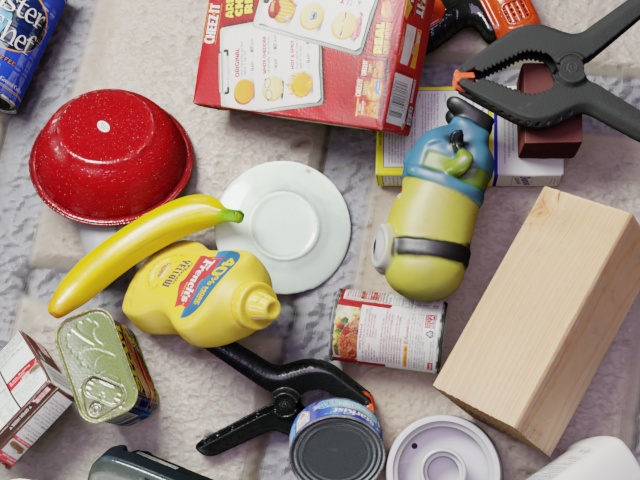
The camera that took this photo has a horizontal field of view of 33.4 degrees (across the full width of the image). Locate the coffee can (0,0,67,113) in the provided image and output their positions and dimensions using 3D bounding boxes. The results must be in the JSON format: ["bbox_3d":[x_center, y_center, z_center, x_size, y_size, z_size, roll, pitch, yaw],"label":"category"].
[{"bbox_3d":[-0.329,-0.215,1.087,0.103,0.103,0.140,19,79,12],"label":"coffee can"}]

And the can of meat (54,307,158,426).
[{"bbox_3d":[-0.196,0.121,0.995,0.057,0.084,0.102,-24,74,1],"label":"can of meat"}]

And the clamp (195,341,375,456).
[{"bbox_3d":[-0.037,0.136,0.979,0.171,0.039,0.120,-6,109,3],"label":"clamp"}]

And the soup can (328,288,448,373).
[{"bbox_3d":[0.063,0.083,0.979,0.102,0.068,0.068,6,77,9],"label":"soup can"}]

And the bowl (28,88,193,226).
[{"bbox_3d":[-0.205,-0.094,1.037,0.162,0.055,0.162,2,57,-2],"label":"bowl"}]

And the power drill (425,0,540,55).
[{"bbox_3d":[0.102,-0.249,1.061,0.187,0.057,0.184,-24,74,1],"label":"power drill"}]

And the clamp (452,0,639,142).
[{"bbox_3d":[0.223,-0.155,0.934,0.210,0.036,0.164,4,78,5],"label":"clamp"}]

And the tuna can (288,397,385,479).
[{"bbox_3d":[0.014,0.184,0.955,0.086,0.033,0.086,0,115,-1],"label":"tuna can"}]

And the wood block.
[{"bbox_3d":[0.200,0.070,0.938,0.091,0.090,0.206,23,78,41],"label":"wood block"}]

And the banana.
[{"bbox_3d":[-0.168,0.005,0.993,0.197,0.070,0.037,-30,113,-4],"label":"banana"}]

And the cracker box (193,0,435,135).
[{"bbox_3d":[-0.005,-0.193,1.006,0.214,0.072,0.164,12,94,30],"label":"cracker box"}]

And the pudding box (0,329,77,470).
[{"bbox_3d":[-0.286,0.146,0.996,0.090,0.039,0.114,-48,35,-5],"label":"pudding box"}]

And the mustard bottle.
[{"bbox_3d":[-0.097,0.050,0.955,0.192,0.058,0.096,8,51,52],"label":"mustard bottle"}]

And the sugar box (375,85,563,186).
[{"bbox_3d":[0.142,-0.100,1.026,0.176,0.048,0.093,2,77,4],"label":"sugar box"}]

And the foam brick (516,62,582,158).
[{"bbox_3d":[0.208,-0.117,0.974,0.053,0.051,0.078,1,77,4],"label":"foam brick"}]
